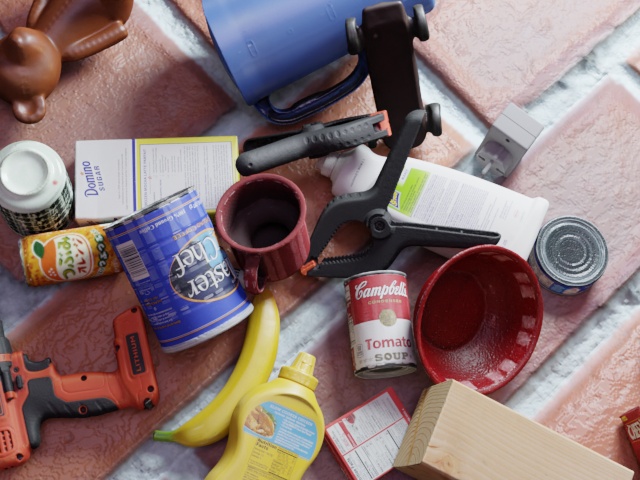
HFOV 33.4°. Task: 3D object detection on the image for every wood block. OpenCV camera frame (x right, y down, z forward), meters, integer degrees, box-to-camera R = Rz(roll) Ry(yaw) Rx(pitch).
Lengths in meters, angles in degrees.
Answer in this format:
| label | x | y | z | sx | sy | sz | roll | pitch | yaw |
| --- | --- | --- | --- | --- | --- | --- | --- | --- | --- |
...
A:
| label | x | y | z | sx | sy | sz | roll | pitch | yaw |
| --- | --- | --- | --- | --- | --- | --- | --- | --- | --- |
| wood block | 0.190 | 0.228 | 1.063 | 0.206 | 0.090 | 0.090 | 27 | 71 | -6 |

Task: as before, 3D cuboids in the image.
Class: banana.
| label | x | y | z | sx | sy | sz | roll | pitch | yaw |
| --- | --- | --- | --- | --- | --- | --- | --- | --- | --- |
| banana | -0.089 | 0.142 | 1.105 | 0.069 | 0.037 | 0.197 | 35 | 71 | 4 |

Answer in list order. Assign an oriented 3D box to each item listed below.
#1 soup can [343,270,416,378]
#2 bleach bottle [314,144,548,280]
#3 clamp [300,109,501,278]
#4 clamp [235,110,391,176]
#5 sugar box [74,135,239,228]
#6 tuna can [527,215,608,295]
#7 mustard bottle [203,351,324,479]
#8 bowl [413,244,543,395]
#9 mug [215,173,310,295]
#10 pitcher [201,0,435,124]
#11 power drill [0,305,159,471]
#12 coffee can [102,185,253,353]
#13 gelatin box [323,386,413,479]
| label | x | y | z | sx | sy | sz | roll | pitch | yaw |
| --- | --- | --- | --- | --- | --- | --- | --- | --- | --- |
| soup can | 0.063 | 0.089 | 1.124 | 0.068 | 0.068 | 0.102 | -3 | 73 | -8 |
| bleach bottle | 0.116 | -0.047 | 1.179 | 0.251 | 0.068 | 0.102 | 25 | 71 | 5 |
| clamp | 0.074 | -0.014 | 1.131 | 0.210 | 0.036 | 0.164 | -38 | 93 | 16 |
| clamp | -0.012 | -0.103 | 1.135 | 0.171 | 0.120 | 0.039 | -14 | 110 | 13 |
| sugar box | -0.176 | -0.062 | 1.161 | 0.176 | 0.048 | 0.093 | -2 | 72 | -3 |
| tuna can | 0.276 | 0.016 | 1.189 | 0.086 | 0.034 | 0.086 | 2 | 71 | -6 |
| mustard bottle | -0.049 | 0.202 | 1.066 | 0.096 | 0.058 | 0.191 | 27 | 76 | -17 |
| bowl | 0.154 | 0.080 | 1.122 | 0.161 | 0.055 | 0.162 | -5 | 102 | -27 |
| mug | -0.057 | 0.001 | 1.100 | 0.093 | 0.081 | 0.117 | 4 | 62 | 10 |
| pitcher | 0.002 | -0.245 | 1.171 | 0.243 | 0.149 | 0.145 | -23 | 63 | 3 |
| power drill | -0.266 | 0.124 | 1.083 | 0.187 | 0.057 | 0.184 | -14 | 77 | -8 |
| coffee can | -0.143 | 0.029 | 1.080 | 0.102 | 0.103 | 0.140 | -27 | 98 | -14 |
| gelatin box | 0.055 | 0.205 | 1.104 | 0.089 | 0.030 | 0.073 | -30 | 78 | -15 |
